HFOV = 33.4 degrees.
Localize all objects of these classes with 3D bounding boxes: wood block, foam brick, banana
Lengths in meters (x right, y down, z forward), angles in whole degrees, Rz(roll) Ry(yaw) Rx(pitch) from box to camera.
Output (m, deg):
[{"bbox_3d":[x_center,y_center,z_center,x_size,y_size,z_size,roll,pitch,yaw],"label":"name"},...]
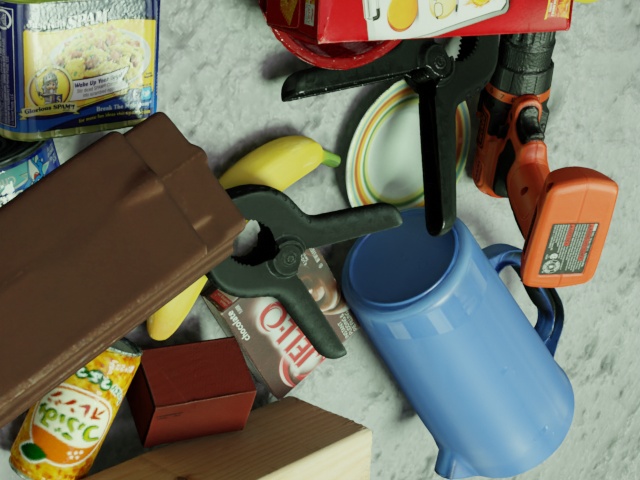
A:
[{"bbox_3d":[-0.064,0.191,0.764,0.205,0.091,0.090,-14,112,-46],"label":"wood block"},{"bbox_3d":[-0.093,0.107,0.761,0.078,0.051,0.053,-5,140,-26],"label":"foam brick"},{"bbox_3d":[-0.060,-0.014,0.762,0.197,0.037,0.069,-44,129,-15],"label":"banana"}]

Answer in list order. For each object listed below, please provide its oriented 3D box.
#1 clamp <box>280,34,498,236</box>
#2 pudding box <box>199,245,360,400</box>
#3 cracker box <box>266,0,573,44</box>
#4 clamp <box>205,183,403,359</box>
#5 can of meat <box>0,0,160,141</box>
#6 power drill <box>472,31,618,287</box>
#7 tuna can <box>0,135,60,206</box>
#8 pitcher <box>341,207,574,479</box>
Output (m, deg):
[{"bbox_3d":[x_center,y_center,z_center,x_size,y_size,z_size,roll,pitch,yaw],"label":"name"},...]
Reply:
[{"bbox_3d":[0.084,-0.118,0.799,0.164,0.036,0.209,48,63,-16],"label":"clamp"},{"bbox_3d":[-0.029,0.055,0.819,0.090,0.039,0.113,-42,130,-15],"label":"pudding box"},{"bbox_3d":[0.072,-0.215,0.675,0.213,0.072,0.164,-10,113,-33],"label":"cracker box"},{"bbox_3d":[-0.027,0.019,0.744,0.171,0.039,0.120,11,92,-28],"label":"clamp"},{"bbox_3d":[-0.139,-0.107,0.599,0.101,0.058,0.084,-13,121,-34],"label":"can of meat"},{"bbox_3d":[0.167,-0.071,0.813,0.057,0.187,0.184,-2,131,-6],"label":"power drill"},{"bbox_3d":[-0.192,-0.040,0.609,0.086,0.086,0.034,-26,123,-28],"label":"tuna can"},{"bbox_3d":[0.119,0.076,0.883,0.145,0.149,0.242,-18,135,18],"label":"pitcher"}]
